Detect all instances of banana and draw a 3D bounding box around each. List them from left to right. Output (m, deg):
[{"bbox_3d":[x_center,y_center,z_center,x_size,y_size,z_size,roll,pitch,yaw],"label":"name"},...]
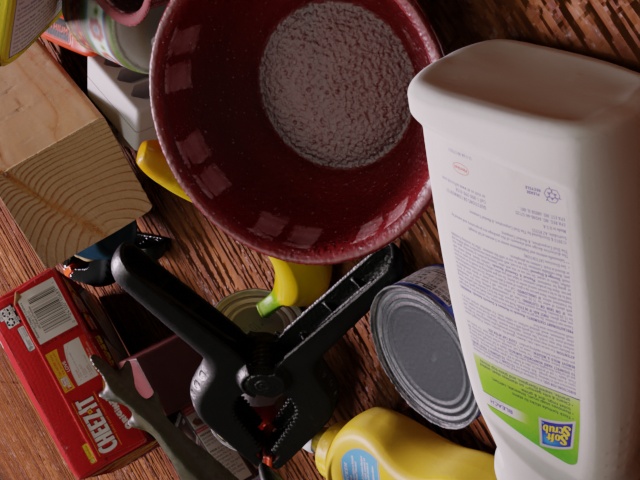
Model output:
[{"bbox_3d":[-0.036,-0.005,0.630,0.197,0.069,0.037,59,-170,-53],"label":"banana"}]

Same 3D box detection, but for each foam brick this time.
[{"bbox_3d":[-0.112,0.102,0.853,0.051,0.078,0.053,-21,95,59],"label":"foam brick"}]

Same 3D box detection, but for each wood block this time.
[{"bbox_3d":[-0.220,-0.082,0.813,0.206,0.090,0.091,46,163,45],"label":"wood block"}]

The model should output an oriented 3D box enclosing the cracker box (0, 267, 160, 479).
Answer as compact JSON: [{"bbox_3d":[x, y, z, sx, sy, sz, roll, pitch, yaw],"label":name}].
[{"bbox_3d":[-0.207,0.123,0.951,0.164,0.072,0.214,60,173,7],"label":"cracker box"}]

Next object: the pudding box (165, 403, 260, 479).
[{"bbox_3d":[-0.095,0.194,0.936,0.090,0.039,0.114,53,148,19],"label":"pudding box"}]

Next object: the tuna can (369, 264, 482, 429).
[{"bbox_3d":[0.067,0.057,0.580,0.086,0.033,0.086,37,141,37],"label":"tuna can"}]

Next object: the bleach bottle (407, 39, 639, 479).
[{"bbox_3d":[0.101,0.041,0.488,0.103,0.068,0.251,26,136,43],"label":"bleach bottle"}]

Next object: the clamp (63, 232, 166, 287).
[{"bbox_3d":[-0.185,-0.001,0.925,0.120,0.039,0.172,58,147,20],"label":"clamp"}]

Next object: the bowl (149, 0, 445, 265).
[{"bbox_3d":[-0.003,-0.072,0.531,0.162,0.055,0.162,9,112,22],"label":"bowl"}]

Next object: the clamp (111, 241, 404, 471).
[{"bbox_3d":[-0.045,0.072,0.660,0.036,0.164,0.210,-89,6,-45],"label":"clamp"}]

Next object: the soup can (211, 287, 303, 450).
[{"bbox_3d":[-0.045,0.092,0.750,0.069,0.068,0.102,41,143,33],"label":"soup can"}]

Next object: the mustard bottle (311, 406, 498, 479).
[{"bbox_3d":[0.057,0.152,0.646,0.192,0.058,0.096,17,133,52],"label":"mustard bottle"}]
